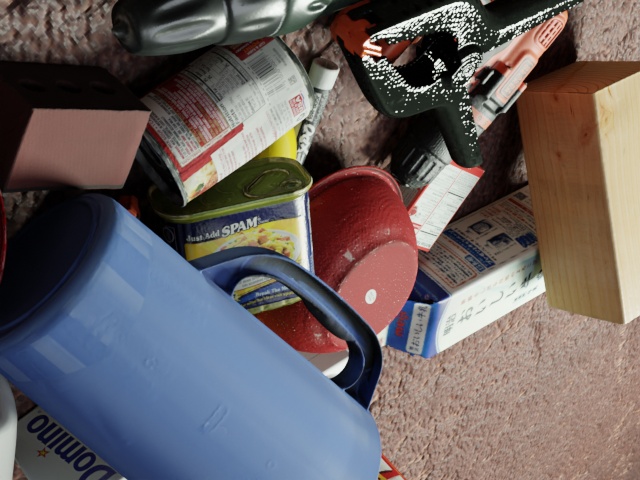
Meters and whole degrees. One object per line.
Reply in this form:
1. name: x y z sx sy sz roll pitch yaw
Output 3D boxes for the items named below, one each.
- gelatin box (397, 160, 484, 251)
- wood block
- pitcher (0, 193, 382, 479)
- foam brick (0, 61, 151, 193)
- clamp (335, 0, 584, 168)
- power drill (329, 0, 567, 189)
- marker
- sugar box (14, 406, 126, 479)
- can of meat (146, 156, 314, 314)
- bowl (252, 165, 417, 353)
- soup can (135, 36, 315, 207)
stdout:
1. gelatin box: 0.088 -0.037 0.894 0.089 0.030 0.073 -55 148 13
2. wood block: 0.244 -0.044 0.930 0.090 0.090 0.206 -25 112 -31
3. pitcher: -0.075 0.078 0.626 0.145 0.149 0.242 -23 128 29
4. foam brick: -0.143 -0.062 0.577 0.078 0.053 0.051 -7 130 -47
5. clamp: 0.091 -0.126 0.685 0.209 0.036 0.165 8 123 -52
6. power drill: 0.084 -0.131 0.765 0.184 0.057 0.187 -53 149 9
7. marker: -0.015 -0.070 0.747 0.020 0.020 0.121 -11 134 -43
8. sugar box: -0.127 0.121 0.756 0.176 0.093 0.048 -36 146 -17
9. can of meat: -0.054 0.001 0.690 0.102 0.057 0.084 -13 120 -15
10. bowl: 0.021 0.027 0.794 0.161 0.055 0.162 -29 138 -30
11. soup can: -0.062 -0.077 0.640 0.102 0.069 0.068 -38 147 -15
